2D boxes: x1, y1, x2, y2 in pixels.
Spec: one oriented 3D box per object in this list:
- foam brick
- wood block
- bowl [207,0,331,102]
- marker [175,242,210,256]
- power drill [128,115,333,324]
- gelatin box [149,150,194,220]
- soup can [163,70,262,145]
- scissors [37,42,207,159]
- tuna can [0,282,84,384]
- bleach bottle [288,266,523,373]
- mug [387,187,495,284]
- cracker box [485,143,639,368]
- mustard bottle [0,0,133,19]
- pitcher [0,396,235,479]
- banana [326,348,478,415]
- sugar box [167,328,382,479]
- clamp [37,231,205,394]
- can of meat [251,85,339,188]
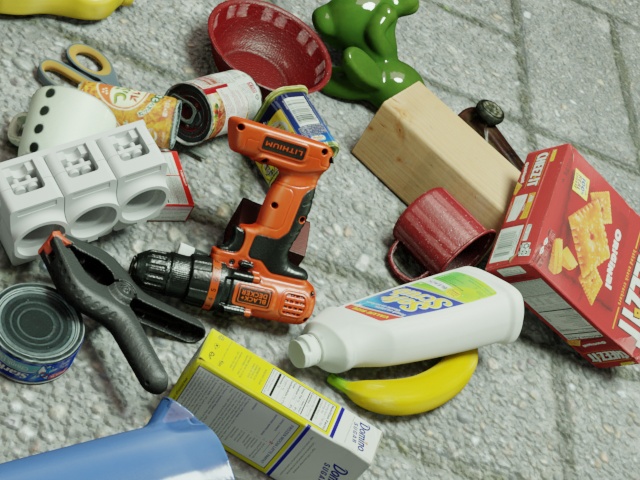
[{"bbox_3d":[-0.057,0.001,1.100,0.078,0.053,0.051,19,44,-15],"label":"foam brick"},{"bbox_3d":[0.151,-0.081,1.277,0.206,0.090,0.090,43,43,10],"label":"wood block"},{"bbox_3d":[-0.070,-0.217,1.286,0.162,0.055,0.162,17,45,-19],"label":"bowl"},{"bbox_3d":[-0.089,0.033,1.076,0.121,0.020,0.020,22,44,-14],"label":"marker"},{"bbox_3d":[-0.076,-0.020,1.025,0.184,0.188,0.057,14,9,-18],"label":"power drill"},{"bbox_3d":[-0.181,-0.056,1.090,0.089,0.030,0.073,-2,55,-33],"label":"gelatin box"},{"bbox_3d":[-0.118,-0.148,1.173,0.068,0.069,0.102,45,33,11],"label":"soup can"},{"bbox_3d":[-0.210,-0.159,1.175,0.201,0.016,0.096,22,43,-14],"label":"scissors"},{"bbox_3d":[-0.249,0.079,0.922,0.086,0.034,0.086,17,45,-19],"label":"tuna can"},{"bbox_3d":[0.083,0.089,1.082,0.250,0.068,0.103,-13,28,-34],"label":"bleach bottle"},{"bbox_3d":[0.127,0.002,1.200,0.117,0.093,0.081,-39,70,-9],"label":"mug"},{"bbox_3d":[0.298,0.020,1.207,0.213,0.072,0.164,39,60,-27],"label":"cracker box"},{"bbox_3d":[-0.287,-0.295,1.217,0.191,0.058,0.096,-3,53,-34],"label":"mustard bottle"},{"bbox_3d":[-0.187,0.223,0.775,0.242,0.145,0.149,-7,44,-32],"label":"pitcher"},{"bbox_3d":[0.102,0.141,1.085,0.197,0.037,0.070,-8,57,-37],"label":"banana"},{"bbox_3d":[-0.043,0.158,0.937,0.176,0.093,0.048,31,43,-6],"label":"sugar box"},{"bbox_3d":[-0.176,0.055,0.962,0.171,0.039,0.120,48,17,2],"label":"clamp"},{"bbox_3d":[-0.033,-0.106,1.176,0.057,0.102,0.084,-12,61,-39],"label":"can of meat"}]
